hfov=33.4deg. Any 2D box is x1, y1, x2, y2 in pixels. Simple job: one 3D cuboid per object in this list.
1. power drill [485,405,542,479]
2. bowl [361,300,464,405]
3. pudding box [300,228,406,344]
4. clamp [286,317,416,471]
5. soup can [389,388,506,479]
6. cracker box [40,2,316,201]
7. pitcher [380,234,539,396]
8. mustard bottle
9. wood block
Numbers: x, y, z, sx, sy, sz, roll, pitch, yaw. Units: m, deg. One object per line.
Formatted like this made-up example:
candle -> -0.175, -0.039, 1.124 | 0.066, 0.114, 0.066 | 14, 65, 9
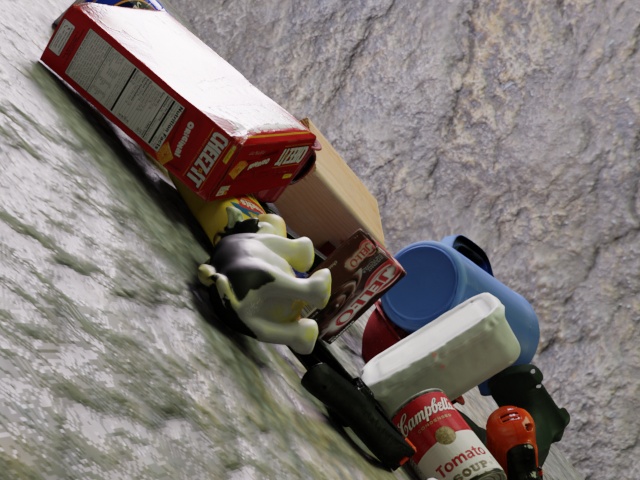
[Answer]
power drill -> 0.205, 0.276, 1.004 | 0.188, 0.057, 0.184 | -114, -171, -54
bowl -> 0.098, 0.148, 1.263 | 0.162, 0.055, 0.162 | 48, 5, -6
pudding box -> 0.024, 0.048, 1.071 | 0.039, 0.113, 0.090 | 52, 7, 28
clamp -> 0.024, 0.133, 0.869 | 0.171, 0.039, 0.120 | 47, 8, -18
soup can -> 0.115, 0.196, 0.982 | 0.102, 0.068, 0.068 | 53, 7, 36
cracker box -> -0.127, -0.134, 0.999 | 0.214, 0.072, 0.164 | 40, 21, 14
pitcher -> 0.167, 0.077, 1.296 | 0.149, 0.145, 0.242 | 43, 4, 34
mustard bottle -> -0.077, -0.013, 0.997 | 0.096, 0.058, 0.192 | 40, 10, -44
wood block -> -0.003, -0.054, 1.372 | 0.206, 0.091, 0.090 | 46, 28, -50
